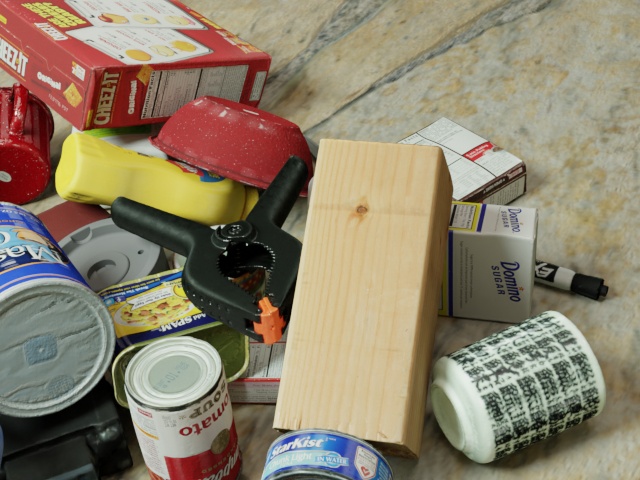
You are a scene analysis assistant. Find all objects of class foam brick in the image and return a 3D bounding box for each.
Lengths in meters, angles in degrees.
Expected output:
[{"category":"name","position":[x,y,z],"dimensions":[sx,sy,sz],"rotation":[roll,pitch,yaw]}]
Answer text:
[{"category":"foam brick","position":[-0.222,0.004,0.937],"dimensions":[0.078,0.053,0.051],"rotation":[-30,45,-26]}]

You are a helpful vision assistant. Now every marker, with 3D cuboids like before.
[{"category":"marker","position":[0.179,0.025,0.885],"dimensions":[0.121,0.020,0.020],"rotation":[18,45,26]}]

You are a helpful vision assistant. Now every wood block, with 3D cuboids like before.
[{"category":"wood block","position":[0.035,0.042,0.755],"dimensions":[0.091,0.090,0.206],"rotation":[5,74,14]}]

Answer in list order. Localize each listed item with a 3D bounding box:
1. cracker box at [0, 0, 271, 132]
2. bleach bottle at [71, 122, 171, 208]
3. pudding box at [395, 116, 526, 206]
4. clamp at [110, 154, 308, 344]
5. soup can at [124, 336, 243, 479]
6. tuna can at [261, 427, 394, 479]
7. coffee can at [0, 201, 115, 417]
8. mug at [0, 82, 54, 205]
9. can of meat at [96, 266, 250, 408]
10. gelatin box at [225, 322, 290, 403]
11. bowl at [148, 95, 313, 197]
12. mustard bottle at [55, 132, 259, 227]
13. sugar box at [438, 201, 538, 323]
[{"category":"cracker box","position":[-0.181,-0.174,1.025],"dimensions":[0.213,0.072,0.164],"rotation":[-14,40,-45]},{"category":"bleach bottle","position":[-0.210,-0.130,1.089],"dimensions":[0.102,0.068,0.251],"rotation":[-7,37,-10]},{"category":"pudding box","position":[0.119,-0.063,0.984],"dimensions":[0.089,0.039,0.114],"rotation":[-31,44,-26]},{"category":"clamp","position":[-0.055,0.001,0.806],"dimensions":[0.164,0.036,0.210],"rotation":[-20,37,-16]},{"category":"soup can","position":[-0.093,0.124,0.736],"dimensions":[0.068,0.102,0.068],"rotation":[-4,39,3]},{"category":"tuna can","position":[0.003,0.162,0.692],"dimensions":[0.086,0.086,0.033],"rotation":[4,42,11]},{"category":"coffee can","position":[-0.217,0.045,0.756],"dimensions":[0.102,0.103,0.140],"rotation":[-24,35,-20]},{"category":"mug","position":[-0.298,-0.096,1.024],"dimensions":[0.093,0.117,0.081],"rotation":[12,38,-26]},{"category":"can of meat","position":[-0.115,0.068,0.790],"dimensions":[0.102,0.057,0.084],"rotation":[-14,37,-20]},{"category":"gelatin box","position":[-0.049,0.091,0.827],"dimensions":[0.089,0.030,0.073],"rotation":[-2,40,9]},{"category":"bowl","position":[-0.070,-0.091,0.963],"dimensions":[0.162,0.055,0.162],"rotation":[18,10,-4]},{"category":"mustard bottle","position":[-0.131,-0.044,0.939],"dimensions":[0.191,0.058,0.096],"rotation":[14,5,-23]},{"category":"sugar box","position":[0.083,0.013,0.855],"dimensions":[0.176,0.093,0.048],"rotation":[4,41,11]}]
